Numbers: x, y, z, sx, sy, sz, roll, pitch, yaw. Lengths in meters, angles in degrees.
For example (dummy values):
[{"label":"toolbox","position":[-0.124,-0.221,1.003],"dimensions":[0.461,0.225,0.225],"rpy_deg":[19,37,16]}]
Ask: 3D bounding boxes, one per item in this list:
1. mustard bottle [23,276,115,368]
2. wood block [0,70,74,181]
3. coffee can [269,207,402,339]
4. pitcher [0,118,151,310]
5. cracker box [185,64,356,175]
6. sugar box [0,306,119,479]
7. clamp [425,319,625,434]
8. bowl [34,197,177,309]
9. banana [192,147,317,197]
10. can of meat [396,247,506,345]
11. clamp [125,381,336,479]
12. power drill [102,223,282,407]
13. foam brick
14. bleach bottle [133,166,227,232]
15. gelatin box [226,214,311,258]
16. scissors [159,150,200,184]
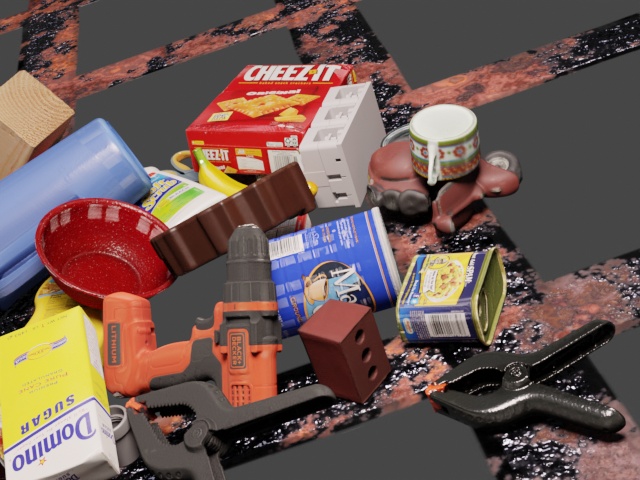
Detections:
[{"label":"mustard bottle","position":[-0.275,0.077,1.200],"dimensions":[0.096,0.058,0.191],"rpy_deg":[-4,33,4]},{"label":"wood block","position":[-0.422,-0.121,1.443],"dimensions":[0.206,0.090,0.090],"rpy_deg":[-46,6,48]},{"label":"coffee can","position":[0.006,0.035,1.076],"dimensions":[0.140,0.103,0.103],"rpy_deg":[-16,32,5]},{"label":"pitcher","position":[-0.324,-0.032,1.277],"dimensions":[0.243,0.145,0.149],"rpy_deg":[-37,77,-4]},{"label":"cracker box","position":[-0.058,-0.164,1.410],"dimensions":[0.164,0.072,0.213],"rpy_deg":[4,33,20]},{"label":"sugar box","position":[-0.246,0.151,0.985],"dimensions":[0.093,0.048,0.176],"rpy_deg":[-23,46,1]},{"label":"clamp","position":[0.179,0.117,0.920],"dimensions":[0.172,0.039,0.120],"rpy_deg":[-3,34,24]},{"label":"bowl","position":[-0.236,0.025,1.175],"dimensions":[0.162,0.055,0.162],"rpy_deg":[14,39,-12]},{"label":"banana","position":[-0.083,-0.058,1.297],"dimensions":[0.198,0.069,0.037],"rpy_deg":[18,42,33]},{"label":"can of meat","position":[0.126,0.054,1.027],"dimensions":[0.084,0.057,0.102],"rpy_deg":[-4,35,26]},{"label":"clamp","position":[-0.090,0.169,0.938],"dimensions":[0.210,0.036,0.164],"rpy_deg":[23,71,43]},{"label":"power drill","position":[-0.124,0.082,1.031],"dimensions":[0.188,0.184,0.057],"rpy_deg":[-6,-8,31]},{"label":"foam brick","position":[0.023,0.102,0.989],"dimensions":[0.051,0.078,0.052],"rpy_deg":[10,42,40]},{"label":"bleach bottle","position":[-0.205,-0.040,1.340],"dimensions":[0.102,0.068,0.251],"rpy_deg":[-39,34,-21]},{"label":"gelatin box","position":[-0.058,0.002,1.229],"dimensions":[0.089,0.030,0.073],"rpy_deg":[-11,34,14]},{"label":"scissors","position":[-0.168,-0.071,1.410],"dimensions":[0.096,0.016,0.202],"rpy_deg":[-28,33,-11]}]
